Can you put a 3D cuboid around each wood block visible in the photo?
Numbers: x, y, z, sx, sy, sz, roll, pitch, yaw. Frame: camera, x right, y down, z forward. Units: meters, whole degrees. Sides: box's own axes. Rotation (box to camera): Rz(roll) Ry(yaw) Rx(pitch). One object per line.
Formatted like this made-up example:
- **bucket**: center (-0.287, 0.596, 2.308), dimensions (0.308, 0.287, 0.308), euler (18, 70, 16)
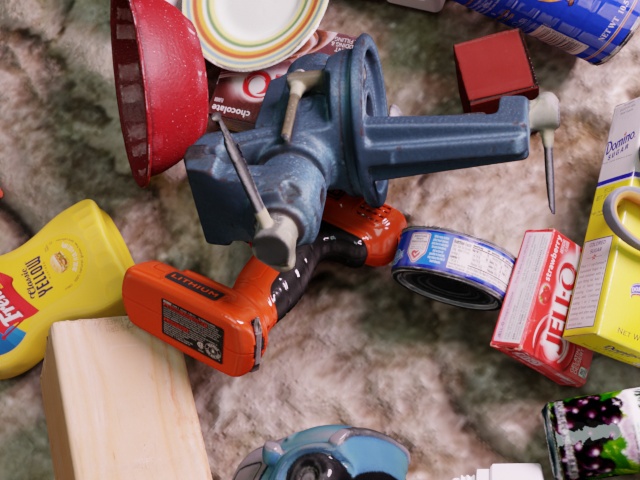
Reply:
- **wood block**: center (-0.128, 0.162, 0.722), dimensions (0.090, 0.091, 0.206), euler (-4, 58, -23)

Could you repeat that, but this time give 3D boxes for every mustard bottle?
- **mustard bottle**: center (-0.238, 0.053, 0.834), dimensions (0.191, 0.058, 0.096), euler (-30, 66, 1)

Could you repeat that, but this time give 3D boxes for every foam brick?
- **foam brick**: center (0.132, -0.112, 0.796), dimensions (0.053, 0.078, 0.051), euler (-14, 67, 5)

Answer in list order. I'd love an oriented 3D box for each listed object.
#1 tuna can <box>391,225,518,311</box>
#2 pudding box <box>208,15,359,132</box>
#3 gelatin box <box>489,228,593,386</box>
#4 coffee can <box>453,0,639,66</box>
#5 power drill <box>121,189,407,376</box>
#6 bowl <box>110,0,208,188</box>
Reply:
- **tuna can**: center (0.094, 0.021, 0.753), dimensions (0.086, 0.086, 0.033), euler (13, 76, 17)
- **pudding box**: center (-0.024, -0.125, 0.858), dimensions (0.114, 0.039, 0.090), euler (13, 74, 17)
- **gelatin box**: center (0.161, 0.047, 0.734), dimensions (0.030, 0.073, 0.089), euler (-1, 65, 52)
- **coffee can**: center (0.162, -0.202, 0.779), dimensions (0.140, 0.103, 0.103), euler (22, 75, -11)
- **power drill**: center (-0.055, 0.001, 0.768), dimensions (0.185, 0.057, 0.187), euler (24, 46, 23)
- **bowl**: center (-0.124, -0.124, 0.834), dimensions (0.055, 0.162, 0.162), euler (-8, 67, -16)
